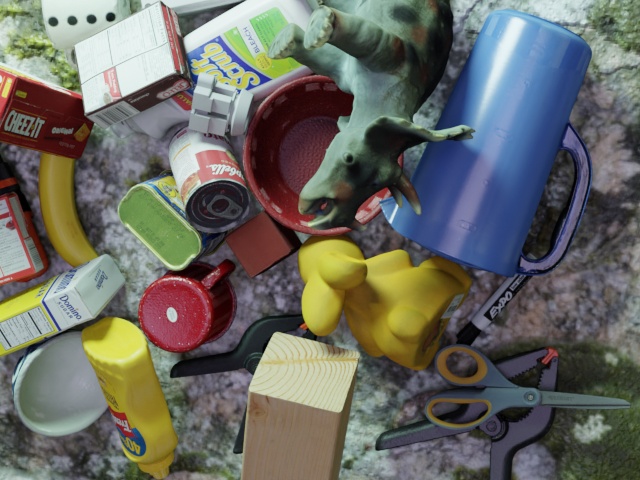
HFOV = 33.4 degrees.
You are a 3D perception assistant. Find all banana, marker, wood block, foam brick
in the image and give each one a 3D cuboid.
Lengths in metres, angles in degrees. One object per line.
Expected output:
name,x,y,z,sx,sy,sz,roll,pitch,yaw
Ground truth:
banana,-0.271,-0.048,1.160,0.069,0.037,0.198,-14,96,-12
marker,0.183,0.064,1.103,0.020,0.020,0.121,41,101,3
wood block,-0.025,0.205,1.070,0.091,0.090,0.206,13,127,8
foam brick,-0.057,0.001,1.107,0.053,0.078,0.051,-33,88,10

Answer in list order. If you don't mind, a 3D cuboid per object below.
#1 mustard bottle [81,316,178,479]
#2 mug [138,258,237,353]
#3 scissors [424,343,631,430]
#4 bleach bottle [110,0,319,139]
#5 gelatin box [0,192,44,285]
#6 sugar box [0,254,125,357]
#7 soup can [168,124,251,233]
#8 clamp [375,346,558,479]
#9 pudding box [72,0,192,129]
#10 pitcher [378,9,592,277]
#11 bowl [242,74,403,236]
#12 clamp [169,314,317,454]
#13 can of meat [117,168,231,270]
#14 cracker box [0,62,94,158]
mustard bottle,-0.194,0.178,1.132,0.058,0.096,0.191,-31,125,-27
mug,-0.134,0.064,1.123,0.117,0.081,0.093,-42,88,10
scissors,0.201,0.140,1.077,0.202,0.016,0.096,-13,79,14
bleach bottle,-0.107,-0.170,1.105,0.251,0.068,0.102,-28,105,15
gelatin box,-0.343,0.002,1.124,0.073,0.030,0.089,-18,96,9
sugar box,-0.301,0.076,1.129,0.176,0.093,0.048,-25,105,20
soup can,-0.115,-0.066,1.089,0.068,0.102,0.068,-11,133,-12
clamp,0.183,0.201,1.106,0.210,0.036,0.164,-45,82,8
pudding box,-0.189,-0.176,1.073,0.114,0.039,0.090,-21,66,17
pitcher,0.179,-0.090,1.039,0.145,0.149,0.243,28,98,48
bowl,0.002,-0.085,1.090,0.162,0.055,0.162,0,91,-3
clamp,-0.076,0.131,1.142,0.120,0.039,0.171,40,94,-2
can of meat,-0.152,-0.021,1.112,0.102,0.083,0.057,44,110,2
cracker box,-0.357,-0.154,1.076,0.214,0.164,0.072,23,95,17
